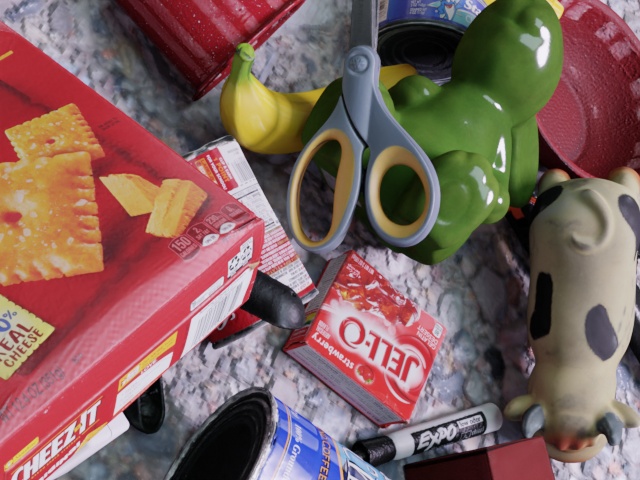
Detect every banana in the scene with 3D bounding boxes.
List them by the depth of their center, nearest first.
[{"bbox_3d":[-0.005,-0.083,0.661,0.197,0.070,0.037,-11,65,-57],"label":"banana"}]

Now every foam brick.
[{"bbox_3d":[0.099,0.153,0.650,0.052,0.078,0.051,-3,75,-36],"label":"foam brick"}]

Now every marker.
[{"bbox_3d":[0.067,0.124,0.674,0.120,0.020,0.020,-8,79,-37],"label":"marker"}]

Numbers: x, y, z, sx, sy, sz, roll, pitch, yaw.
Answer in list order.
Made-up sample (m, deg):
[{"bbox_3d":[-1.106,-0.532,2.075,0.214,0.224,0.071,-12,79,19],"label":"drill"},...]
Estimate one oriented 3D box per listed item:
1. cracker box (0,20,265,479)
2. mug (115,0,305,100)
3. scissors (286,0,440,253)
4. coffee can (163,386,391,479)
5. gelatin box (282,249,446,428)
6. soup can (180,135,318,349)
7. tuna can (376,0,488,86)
[{"bbox_3d":[-0.156,-0.009,0.471,0.214,0.072,0.164,37,52,15],"label":"cracker box"},{"bbox_3d":[-0.065,-0.147,0.638,0.081,0.093,0.117,48,23,-7],"label":"mug"},{"bbox_3d":[0.038,-0.084,0.586,0.016,0.096,0.202,5,104,-69],"label":"scissors"},{"bbox_3d":[-0.005,0.157,0.558,0.140,0.103,0.102,38,56,-19],"label":"coffee can"},{"bbox_3d":[0.030,0.062,0.662,0.089,0.030,0.073,40,56,-18],"label":"gelatin box"},{"bbox_3d":[-0.054,0.001,0.600,0.068,0.069,0.102,-29,91,-38],"label":"soup can"},{"bbox_3d":[0.073,-0.138,0.726,0.086,0.086,0.033,21,64,-28],"label":"tuna can"}]
